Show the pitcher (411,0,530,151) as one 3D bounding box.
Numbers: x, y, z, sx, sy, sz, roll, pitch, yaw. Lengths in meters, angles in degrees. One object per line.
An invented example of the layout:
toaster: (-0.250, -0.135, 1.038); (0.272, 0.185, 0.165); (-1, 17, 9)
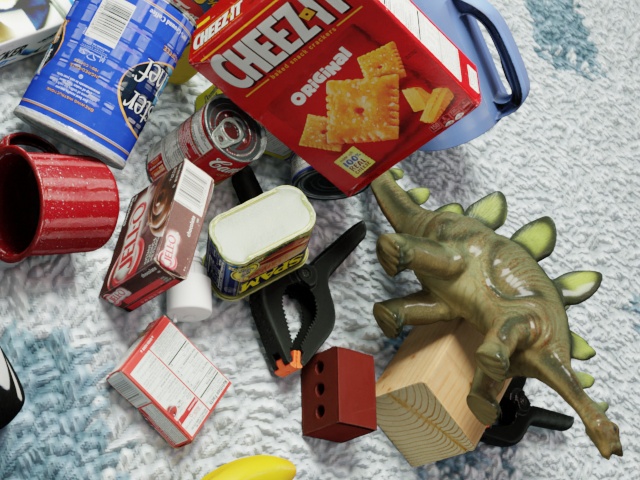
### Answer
pitcher: (0.121, -0.229, 1.171); (0.145, 0.149, 0.242); (-109, 174, -57)

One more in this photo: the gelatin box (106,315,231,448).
gelatin box: (-0.129, 0.121, 0.914); (0.089, 0.030, 0.073); (48, 43, -14)

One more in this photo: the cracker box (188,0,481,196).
cracker box: (0.015, -0.155, 0.952); (0.213, 0.164, 0.072); (38, 33, -31)

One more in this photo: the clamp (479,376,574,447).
clamp: (0.223, 0.190, 1.200); (0.171, 0.039, 0.120); (-32, 88, -41)

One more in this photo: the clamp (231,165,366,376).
clamp: (-0.016, 0.037, 1.056); (0.164, 0.036, 0.210); (17, 56, -32)

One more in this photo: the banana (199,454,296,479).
banana: (-0.089, 0.231, 0.892); (0.197, 0.037, 0.069); (-45, 119, -45)

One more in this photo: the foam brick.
foam brick: (0.017, 0.147, 1.020); (0.051, 0.053, 0.078); (19, 56, -35)

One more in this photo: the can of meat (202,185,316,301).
can of meat: (-0.056, 0.001, 0.974); (0.102, 0.084, 0.057); (-28, 73, -19)

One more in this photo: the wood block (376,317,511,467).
wood block: (0.142, 0.127, 1.120); (0.091, 0.090, 0.205); (52, 43, -11)

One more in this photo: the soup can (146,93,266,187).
soup can: (-0.107, -0.083, 0.988); (0.068, 0.102, 0.068); (21, 56, -34)

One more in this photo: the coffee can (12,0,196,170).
coffee can: (-0.182, -0.145, 0.908); (0.102, 0.103, 0.140); (30, 84, -29)

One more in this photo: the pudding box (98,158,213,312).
pudding box: (-0.141, -0.003, 0.923); (0.039, 0.090, 0.113); (35, 48, -27)

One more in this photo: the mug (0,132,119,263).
mug: (-0.224, -0.039, 0.872); (0.081, 0.093, 0.117); (-3, 55, -49)

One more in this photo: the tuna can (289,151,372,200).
tuna can: (0.012, -0.073, 1.106); (0.086, 0.086, 0.034); (14, 62, -38)
